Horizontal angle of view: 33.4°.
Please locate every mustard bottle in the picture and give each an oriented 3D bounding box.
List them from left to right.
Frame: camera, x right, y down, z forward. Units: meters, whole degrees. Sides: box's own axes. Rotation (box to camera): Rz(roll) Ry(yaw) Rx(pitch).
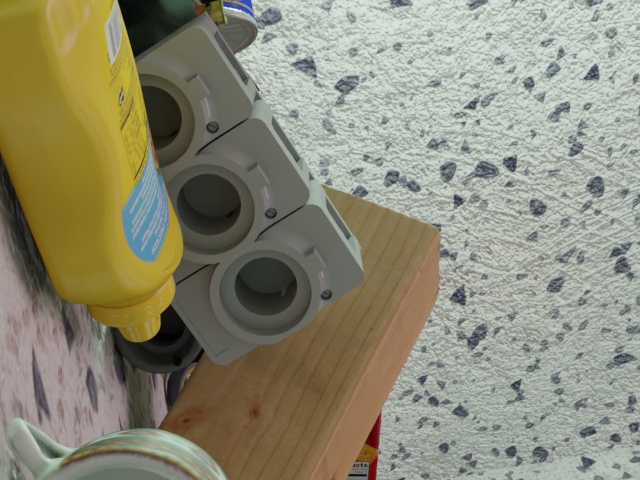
[{"bbox_3d":[-0.095,-0.032,0.441,0.096,0.058,0.191,-95,176,-51],"label":"mustard bottle"}]

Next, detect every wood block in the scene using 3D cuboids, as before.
[{"bbox_3d":[-0.011,0.080,0.630,0.206,0.090,0.091,-60,161,-27],"label":"wood block"}]
